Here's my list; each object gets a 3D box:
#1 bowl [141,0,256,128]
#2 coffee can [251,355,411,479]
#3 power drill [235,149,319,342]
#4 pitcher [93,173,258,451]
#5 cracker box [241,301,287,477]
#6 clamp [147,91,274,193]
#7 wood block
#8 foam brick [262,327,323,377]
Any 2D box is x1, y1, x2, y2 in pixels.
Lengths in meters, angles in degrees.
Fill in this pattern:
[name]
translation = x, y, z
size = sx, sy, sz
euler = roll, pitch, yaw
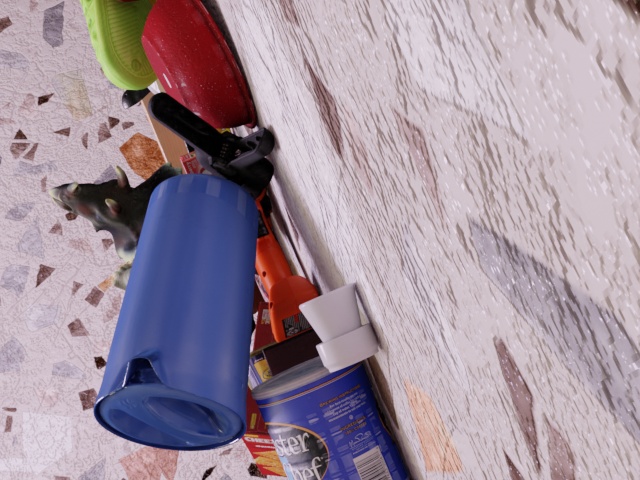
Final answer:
[bowl]
translation = -0.123, -0.165, 1.009
size = 0.162, 0.055, 0.162
euler = 56, 169, 16
[coffee can]
translation = 0.012, 0.177, 0.942
size = 0.103, 0.102, 0.140
euler = 161, 86, -84
[power drill]
translation = -0.057, 0.001, 1.136
size = 0.184, 0.057, 0.188
euler = 79, 169, -61
[pitcher]
translation = -0.120, 0.068, 0.993
size = 0.149, 0.144, 0.242
euler = -41, 35, 48
[cracker box]
translation = -0.044, 0.192, 1.329
size = 0.214, 0.072, 0.164
euler = 82, -166, -65
[clamp]
translation = -0.095, -0.087, 0.994
size = 0.120, 0.039, 0.171
euler = 28, 166, 7
[wood block]
translation = -0.201, -0.189, 1.497
size = 0.090, 0.090, 0.206
euler = -158, 45, -82
[foam brick]
translation = -0.011, 0.119, 1.052
size = 0.053, 0.078, 0.051
euler = 83, 163, -75
